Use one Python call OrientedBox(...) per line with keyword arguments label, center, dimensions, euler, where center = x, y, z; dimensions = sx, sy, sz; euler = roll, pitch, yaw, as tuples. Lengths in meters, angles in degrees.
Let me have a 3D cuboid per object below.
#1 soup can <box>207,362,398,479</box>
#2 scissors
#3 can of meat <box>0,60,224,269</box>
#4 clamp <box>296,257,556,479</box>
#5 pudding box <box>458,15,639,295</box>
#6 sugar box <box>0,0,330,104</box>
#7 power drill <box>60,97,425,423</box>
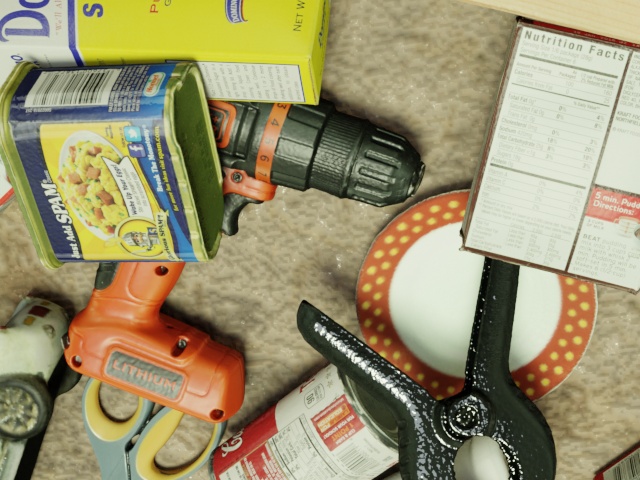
OrientedBox(label="soup can", center=(-0.004, 0.118, 0.602), dimensions=(0.102, 0.068, 0.068), euler=(-39, 98, 17))
OrientedBox(label="scissors", center=(-0.141, 0.148, 0.661), dimensions=(0.202, 0.016, 0.096), euler=(-43, 95, 18))
OrientedBox(label="can of meat", center=(-0.096, -0.035, 0.507), dimensions=(0.084, 0.057, 0.102), euler=(0, 130, 11))
OrientedBox(label="clamp", center=(0.060, 0.086, 0.542), dimensions=(0.120, 0.039, 0.171), euler=(-13, 82, 5))
OrientedBox(label="pudding box", center=(0.120, -0.040, 0.493), dimensions=(0.090, 0.039, 0.113), euler=(15, 106, 6))
OrientedBox(label="sugar box", center=(-0.084, -0.119, 0.530), dimensions=(0.176, 0.048, 0.093), euler=(4, 63, 6))
OrientedBox(label="power drill", center=(-0.054, 0.001, 0.581), dimensions=(0.184, 0.057, 0.188), euler=(20, 106, 7))
